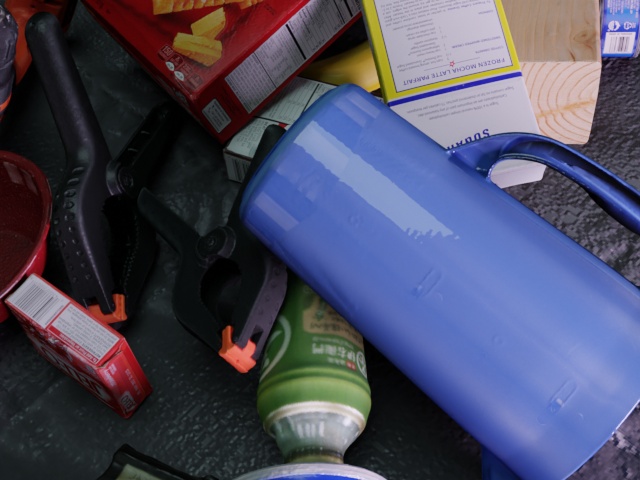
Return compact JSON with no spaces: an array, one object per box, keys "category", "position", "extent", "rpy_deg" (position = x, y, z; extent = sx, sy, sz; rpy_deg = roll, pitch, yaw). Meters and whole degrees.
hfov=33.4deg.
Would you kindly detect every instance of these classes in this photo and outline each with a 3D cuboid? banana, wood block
[{"category":"banana","position":[0.059,-0.171,0.842],"extent":[0.197,0.069,0.037],"rpy_deg":[-39,18,-5]},{"category":"wood block","position":[0.165,-0.182,0.827],"extent":[0.091,0.090,0.206],"rpy_deg":[2,56,8]}]

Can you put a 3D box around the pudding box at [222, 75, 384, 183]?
[{"category":"pudding box","position":[-0.005,-0.076,0.803],"extent":[0.113,0.039,0.090],"rpy_deg":[18,60,16]}]

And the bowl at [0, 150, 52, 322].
[{"category":"bowl","position":[-0.251,0.014,0.750],"extent":[0.162,0.055,0.162],"rpy_deg":[-10,51,12]}]

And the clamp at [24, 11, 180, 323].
[{"category":"clamp","position":[-0.146,-0.041,0.763],"extent":[0.036,0.164,0.210],"rpy_deg":[-13,74,26]}]

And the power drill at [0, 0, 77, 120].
[{"category":"power drill","position":[-0.239,-0.154,0.813],"extent":[0.057,0.185,0.187],"rpy_deg":[27,49,-11]}]

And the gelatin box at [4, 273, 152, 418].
[{"category":"gelatin box","position":[-0.157,0.070,0.698],"extent":[0.089,0.073,0.030],"rpy_deg":[31,65,24]}]

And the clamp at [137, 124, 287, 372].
[{"category":"clamp","position":[-0.055,0.001,0.690],"extent":[0.120,0.039,0.171],"rpy_deg":[-35,51,16]}]

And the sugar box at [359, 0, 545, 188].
[{"category":"sugar box","position":[0.084,-0.116,0.717],"extent":[0.093,0.048,0.176],"rpy_deg":[-12,77,3]}]

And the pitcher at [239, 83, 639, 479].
[{"category":"pitcher","position":[0.081,0.013,0.620],"extent":[0.243,0.145,0.149],"rpy_deg":[40,59,4]}]

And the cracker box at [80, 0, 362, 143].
[{"category":"cracker box","position":[-0.056,-0.204,0.803],"extent":[0.213,0.072,0.164],"rpy_deg":[-43,62,-3]}]
